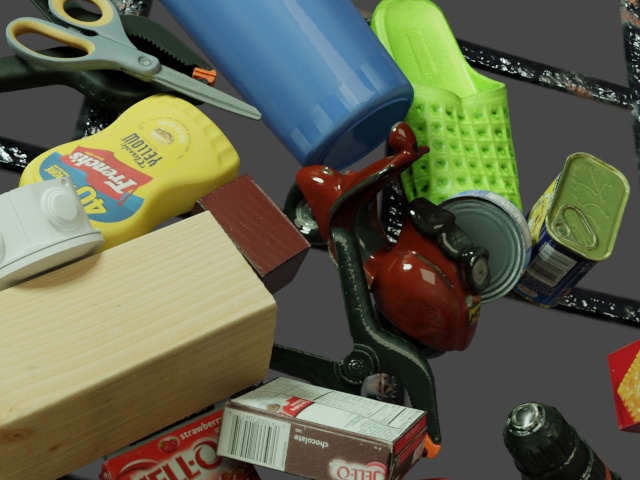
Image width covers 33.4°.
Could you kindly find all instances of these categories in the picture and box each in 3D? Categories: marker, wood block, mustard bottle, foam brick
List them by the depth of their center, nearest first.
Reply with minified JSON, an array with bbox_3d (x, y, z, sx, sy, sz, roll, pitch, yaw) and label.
[{"bbox_3d":[-0.139,0.073,0.660,0.205,0.090,0.091,-23,58,-25],"label":"wood block"},{"bbox_3d":[-0.090,0.117,0.712,0.120,0.020,0.020,-19,66,-30],"label":"marker"},{"bbox_3d":[-0.156,-0.034,0.765,0.096,0.058,0.191,42,54,19],"label":"mustard bottle"},{"bbox_3d":[-0.055,0.001,0.782,0.051,0.053,0.078,-32,72,-34],"label":"foam brick"}]

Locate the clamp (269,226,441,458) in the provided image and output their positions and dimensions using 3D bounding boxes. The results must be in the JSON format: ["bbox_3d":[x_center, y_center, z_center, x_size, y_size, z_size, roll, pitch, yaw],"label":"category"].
[{"bbox_3d":[0.028,0.076,0.746,0.171,0.039,0.120,38,95,3],"label":"clamp"}]

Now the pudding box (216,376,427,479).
[{"bbox_3d":[0.004,0.122,0.677,0.114,0.039,0.090,12,7,19],"label":"pudding box"}]

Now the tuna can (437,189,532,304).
[{"bbox_3d":[0.119,0.004,0.823,0.086,0.086,0.033,41,23,9],"label":"tuna can"}]

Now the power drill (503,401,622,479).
[{"bbox_3d":[0.143,0.216,0.658,0.184,0.057,0.187,52,50,-33],"label":"power drill"}]

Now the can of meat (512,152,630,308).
[{"bbox_3d":[0.197,-0.006,0.861,0.057,0.084,0.102,28,52,-1],"label":"can of meat"}]

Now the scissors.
[{"bbox_3d":[-0.136,-0.147,0.818,0.201,0.016,0.096,12,53,-3],"label":"scissors"}]

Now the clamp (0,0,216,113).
[{"bbox_3d":[-0.186,-0.159,0.852,0.210,0.036,0.164,10,55,-9],"label":"clamp"}]

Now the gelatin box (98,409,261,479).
[{"bbox_3d":[-0.085,0.159,0.678,0.089,0.030,0.073,-19,66,-30],"label":"gelatin box"}]

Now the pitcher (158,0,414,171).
[{"bbox_3d":[-0.030,-0.175,0.874,0.149,0.145,0.243,-32,76,-21],"label":"pitcher"}]
